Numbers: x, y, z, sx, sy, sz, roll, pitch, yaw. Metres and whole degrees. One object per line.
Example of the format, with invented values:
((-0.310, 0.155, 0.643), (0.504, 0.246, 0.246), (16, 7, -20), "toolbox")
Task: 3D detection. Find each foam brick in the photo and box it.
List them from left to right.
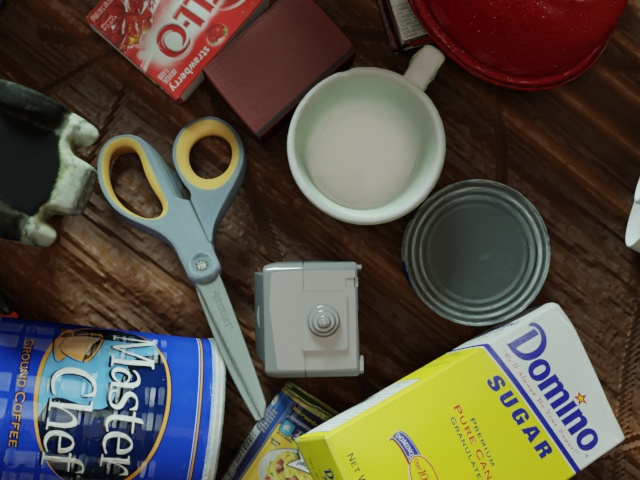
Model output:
((-0.024, -0.101, 0.627), (0.078, 0.053, 0.051), (-42, 90, -2), "foam brick")

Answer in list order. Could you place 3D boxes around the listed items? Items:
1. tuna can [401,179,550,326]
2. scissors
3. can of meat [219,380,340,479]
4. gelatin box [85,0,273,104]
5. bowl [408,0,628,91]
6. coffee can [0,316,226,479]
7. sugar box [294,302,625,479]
((0.091, 0.007, 0.637), (0.086, 0.034, 0.086), (0, 90, -1), "tuna can")
((-0.054, 0.001, 0.603), (0.096, 0.016, 0.202), (-35, 62, -14), "scissors")
((-0.004, 0.143, 0.624), (0.102, 0.057, 0.084), (34, 87, -1), "can of meat")
((-0.083, -0.139, 0.637), (0.073, 0.030, 0.089), (42, 90, -1), "gelatin box")
((0.121, -0.167, 0.589), (0.161, 0.055, 0.162), (3, 82, -25), "bowl")
((-0.130, 0.097, 0.587), (0.140, 0.103, 0.103), (8, 90, -12), "coffee can")
((0.082, 0.111, 0.595), (0.176, 0.048, 0.093), (-26, 90, -26), "sugar box")
